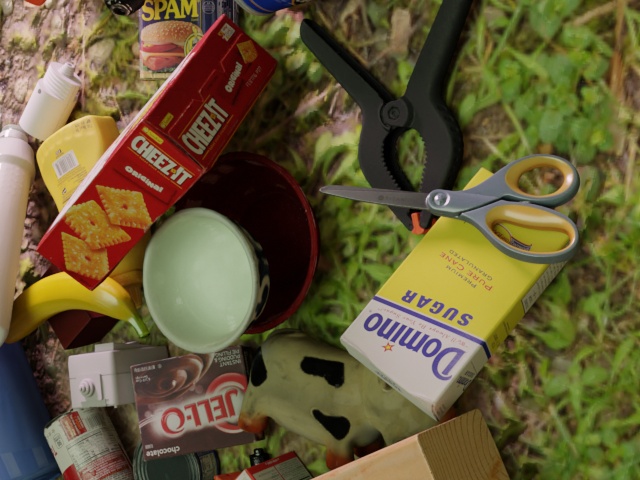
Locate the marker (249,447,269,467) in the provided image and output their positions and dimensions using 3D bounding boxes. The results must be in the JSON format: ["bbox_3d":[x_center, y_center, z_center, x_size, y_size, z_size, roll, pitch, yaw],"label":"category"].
[{"bbox_3d":[-0.052,0.254,0.992,0.020,0.020,0.121,-6,89,34],"label":"marker"}]

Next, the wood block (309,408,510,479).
[{"bbox_3d":[0.036,0.211,0.805,0.206,0.090,0.090,-31,75,35],"label":"wood block"}]

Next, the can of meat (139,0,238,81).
[{"bbox_3d":[-0.123,-0.191,0.992,0.102,0.057,0.084,4,97,33],"label":"can of meat"}]

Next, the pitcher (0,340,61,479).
[{"bbox_3d":[-0.376,0.162,1.139,0.149,0.144,0.243,-40,73,50],"label":"pitcher"}]

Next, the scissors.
[{"bbox_3d":[0.107,-0.042,0.811,0.202,0.016,0.096,22,70,23],"label":"scissors"}]

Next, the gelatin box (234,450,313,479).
[{"bbox_3d":[-0.028,0.236,0.943,0.089,0.073,0.030,51,118,20],"label":"gelatin box"}]

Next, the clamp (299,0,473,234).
[{"bbox_3d":[0.075,-0.112,0.875,0.165,0.036,0.210,-19,84,34],"label":"clamp"}]

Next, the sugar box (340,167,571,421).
[{"bbox_3d":[0.106,0.039,0.810,0.093,0.048,0.176,35,78,27],"label":"sugar box"}]

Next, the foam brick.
[{"bbox_3d":[-0.249,0.064,1.094,0.053,0.051,0.078,-45,69,26],"label":"foam brick"}]

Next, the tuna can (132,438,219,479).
[{"bbox_3d":[-0.140,0.222,1.041,0.086,0.033,0.086,2,94,34],"label":"tuna can"}]

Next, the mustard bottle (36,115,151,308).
[{"bbox_3d":[-0.217,-0.021,1.063,0.096,0.058,0.191,-28,77,31],"label":"mustard bottle"}]

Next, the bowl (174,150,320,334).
[{"bbox_3d":[-0.056,0.001,0.959,0.162,0.055,0.162,2,94,34],"label":"bowl"}]

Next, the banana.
[{"bbox_3d":[-0.249,0.064,1.037,0.198,0.037,0.069,-5,87,35],"label":"banana"}]

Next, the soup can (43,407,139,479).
[{"bbox_3d":[-0.229,0.222,1.080,0.069,0.068,0.102,-40,71,29],"label":"soup can"}]

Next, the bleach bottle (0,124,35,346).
[{"bbox_3d":[-0.338,-0.008,1.093,0.103,0.068,0.251,-38,40,45],"label":"bleach bottle"}]

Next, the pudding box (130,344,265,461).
[{"bbox_3d":[-0.113,0.151,0.991,0.113,0.039,0.090,-13,79,13],"label":"pudding box"}]

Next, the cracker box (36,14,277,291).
[{"bbox_3d":[-0.142,-0.072,0.923,0.072,0.164,0.214,39,135,-13],"label":"cracker box"}]
